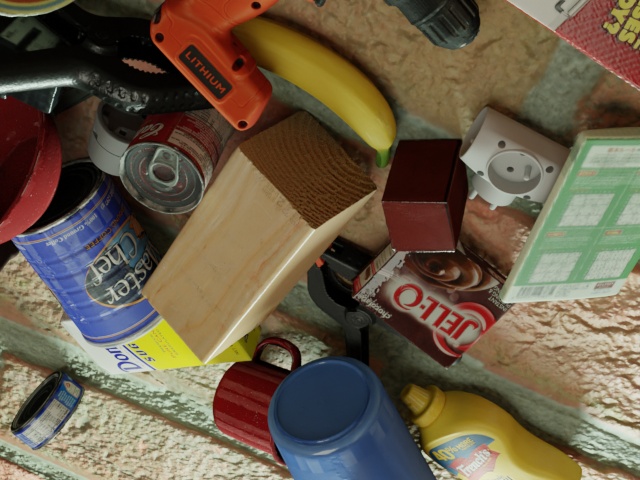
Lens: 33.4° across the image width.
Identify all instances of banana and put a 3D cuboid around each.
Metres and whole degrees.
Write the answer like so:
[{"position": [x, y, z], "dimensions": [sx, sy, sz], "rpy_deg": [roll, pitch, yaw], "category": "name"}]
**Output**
[{"position": [-0.012, -0.123, 0.808], "dimensions": [0.197, 0.037, 0.070], "rpy_deg": [35, 133, -13], "category": "banana"}]

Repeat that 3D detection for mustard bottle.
[{"position": [0.154, 0.197, 1.031], "dimensions": [0.191, 0.058, 0.096], "rpy_deg": [37, 138, -15], "category": "mustard bottle"}]

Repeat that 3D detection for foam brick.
[{"position": [0.082, -0.035, 0.827], "dimensions": [0.051, 0.078, 0.053], "rpy_deg": [0, 132, 18], "category": "foam brick"}]

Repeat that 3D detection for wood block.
[{"position": [-0.056, 0.001, 0.885], "dimensions": [0.090, 0.090, 0.206], "rpy_deg": [47, 134, 7], "category": "wood block"}]

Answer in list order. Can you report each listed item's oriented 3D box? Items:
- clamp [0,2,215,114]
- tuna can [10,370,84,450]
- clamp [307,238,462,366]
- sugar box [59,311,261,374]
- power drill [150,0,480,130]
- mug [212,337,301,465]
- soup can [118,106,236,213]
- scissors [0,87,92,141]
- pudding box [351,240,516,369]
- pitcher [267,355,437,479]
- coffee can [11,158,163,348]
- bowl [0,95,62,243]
[{"position": [-0.171, -0.133, 0.784], "dimensions": [0.210, 0.164, 0.036], "rpy_deg": [19, 134, -8], "category": "clamp"}, {"position": [-0.299, 0.185, 1.166], "dimensions": [0.033, 0.086, 0.086], "rpy_deg": [43, 131, -18], "category": "tuna can"}, {"position": [0.036, 0.067, 0.967], "dimensions": [0.120, 0.039, 0.171], "rpy_deg": [-31, 110, 33], "category": "clamp"}, {"position": [-0.157, 0.084, 1.045], "dimensions": [0.176, 0.048, 0.093], "rpy_deg": [-11, 132, 26], "category": "sugar box"}, {"position": [-0.009, -0.161, 0.731], "dimensions": [0.188, 0.057, 0.184], "rpy_deg": [-38, 104, 23], "category": "power drill"}, {"position": [-0.049, 0.151, 1.042], "dimensions": [0.082, 0.093, 0.117], "rpy_deg": [15, 103, 33], "category": "mug"}, {"position": [-0.107, -0.079, 0.837], "dimensions": [0.068, 0.102, 0.068], "rpy_deg": [10, 134, 11], "category": "soup can"}, {"position": [-0.238, -0.095, 0.930], "dimensions": [0.202, 0.016, 0.096], "rpy_deg": [-4, 128, 24], "category": "scissors"}, {"position": [0.096, 0.042, 0.900], "dimensions": [0.113, 0.039, 0.090], "rpy_deg": [38, 108, -14], "category": "pudding box"}, {"position": [0.042, 0.228, 1.006], "dimensions": [0.149, 0.144, 0.242], "rpy_deg": [16, 146, 37], "category": "pitcher"}, {"position": [-0.204, 0.012, 0.958], "dimensions": [0.103, 0.102, 0.140], "rpy_deg": [-9, 127, 27], "category": "coffee can"}, {"position": [-0.265, -0.057, 0.883], "dimensions": [0.162, 0.162, 0.055], "rpy_deg": [-16, 152, 31], "category": "bowl"}]
